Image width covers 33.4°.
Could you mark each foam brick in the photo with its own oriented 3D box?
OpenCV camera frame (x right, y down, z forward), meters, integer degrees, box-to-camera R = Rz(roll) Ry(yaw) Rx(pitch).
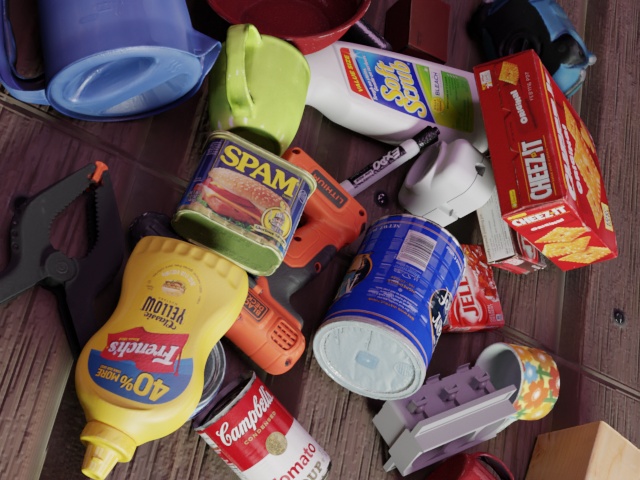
[{"bbox_3d":[0.103,-0.221,1.150,0.053,0.051,0.078,21,61,-24],"label":"foam brick"}]

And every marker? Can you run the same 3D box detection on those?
[{"bbox_3d":[0.068,-0.077,1.054,0.121,0.020,0.020,-34,91,-9],"label":"marker"}]

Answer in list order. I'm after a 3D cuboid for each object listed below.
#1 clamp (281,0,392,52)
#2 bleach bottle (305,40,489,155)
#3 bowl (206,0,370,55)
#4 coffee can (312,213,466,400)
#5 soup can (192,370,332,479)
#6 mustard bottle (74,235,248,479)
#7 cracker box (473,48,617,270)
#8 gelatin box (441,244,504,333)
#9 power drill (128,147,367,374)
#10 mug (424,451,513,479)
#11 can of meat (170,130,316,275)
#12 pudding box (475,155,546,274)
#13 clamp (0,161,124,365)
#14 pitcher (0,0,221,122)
[{"bbox_3d":[0.009,-0.252,1.109,0.171,0.039,0.120,4,65,-26],"label":"clamp"},{"bbox_3d":[0.054,-0.145,1.082,0.250,0.068,0.102,9,68,-28],"label":"bleach bottle"},{"bbox_3d":[-0.034,-0.225,1.020,0.162,0.055,0.162,3,50,-4],"label":"bowl"},{"bbox_3d":[0.065,0.059,0.970,0.102,0.103,0.140,40,48,-14],"label":"coffee can"},{"bbox_3d":[-0.048,0.168,0.884,0.102,0.069,0.068,49,53,-8],"label":"soup can"},{"bbox_3d":[-0.132,0.092,0.814,0.096,0.058,0.191,20,61,6],"label":"mustard bottle"},{"bbox_3d":[0.234,-0.076,1.092,0.213,0.072,0.164,30,48,-59],"label":"cracker box"},{"bbox_3d":[0.143,0.049,1.080,0.073,0.030,0.089,1,71,-33],"label":"gelatin box"},{"bbox_3d":[-0.056,0.001,0.954,0.184,0.057,0.187,44,55,-7],"label":"power drill"},{"bbox_3d":[0.139,0.239,0.966,0.081,0.093,0.117,45,49,-4],"label":"mug"},{"bbox_3d":[-0.066,-0.030,0.895,0.102,0.058,0.084,27,58,-9],"label":"can of meat"},{"bbox_3d":[0.195,-0.025,1.120,0.089,0.039,0.113,17,58,-59],"label":"pudding box"},{"bbox_3d":[-0.205,0.035,0.853,0.164,0.036,0.210,34,59,-19],"label":"clamp"},{"bbox_3d":[-0.196,-0.232,0.918,0.148,0.145,0.243,3,67,-44],"label":"pitcher"}]
